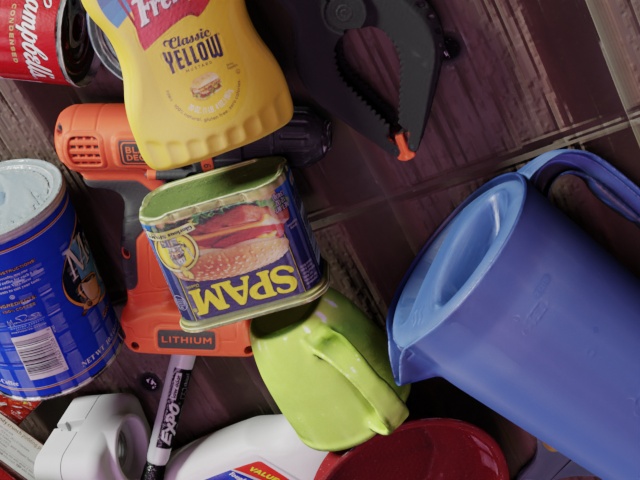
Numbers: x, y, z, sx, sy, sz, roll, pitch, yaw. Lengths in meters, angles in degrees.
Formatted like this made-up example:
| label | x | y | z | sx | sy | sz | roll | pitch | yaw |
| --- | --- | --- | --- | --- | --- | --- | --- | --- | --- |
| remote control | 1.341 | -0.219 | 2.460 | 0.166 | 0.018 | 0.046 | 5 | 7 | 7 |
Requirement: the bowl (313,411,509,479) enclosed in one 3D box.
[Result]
| label | x | y | z | sx | sy | sz | roll | pitch | yaw |
| --- | --- | --- | --- | --- | --- | --- | --- | --- | --- |
| bowl | 0.054 | 0.181 | 0.778 | 0.162 | 0.055 | 0.162 | -9 | 120 | -16 |

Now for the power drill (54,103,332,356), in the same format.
| label | x | y | z | sx | sy | sz | roll | pitch | yaw |
| --- | --- | --- | --- | --- | --- | --- | --- | --- | --- |
| power drill | -0.080 | -0.010 | 0.736 | 0.184 | 0.057 | 0.188 | 2 | 119 | 10 |

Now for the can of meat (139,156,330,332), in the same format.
| label | x | y | z | sx | sy | sz | roll | pitch | yaw |
| --- | --- | --- | --- | --- | --- | --- | --- | --- | --- |
| can of meat | -0.054 | 0.001 | 0.675 | 0.102 | 0.057 | 0.084 | -15 | 115 | 9 |

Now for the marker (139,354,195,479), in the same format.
| label | x | y | z | sx | sy | sz | roll | pitch | yaw |
| --- | --- | --- | --- | --- | --- | --- | --- | --- | --- |
| marker | -0.119 | 0.140 | 0.823 | 0.020 | 0.020 | 0.121 | 15 | 94 | 5 |

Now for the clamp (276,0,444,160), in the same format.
| label | x | y | z | sx | sy | sz | roll | pitch | yaw |
| --- | --- | --- | --- | --- | --- | --- | --- | --- | --- |
| clamp | 0.007 | -0.144 | 0.644 | 0.165 | 0.036 | 0.210 | -10 | 114 | 20 |

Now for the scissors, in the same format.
| label | x | y | z | sx | sy | sz | roll | pitch | yaw |
| --- | --- | --- | --- | --- | --- | --- | --- | --- | --- |
| scissors | 0.180 | 0.183 | 0.808 | 0.096 | 0.016 | 0.202 | 20 | 123 | 2 |

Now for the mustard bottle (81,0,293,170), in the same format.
| label | x | y | z | sx | sy | sz | roll | pitch | yaw |
| --- | --- | --- | --- | --- | --- | --- | --- | --- | --- |
| mustard bottle | -0.087 | -0.143 | 0.609 | 0.096 | 0.058 | 0.191 | -21 | 112 | -6 |

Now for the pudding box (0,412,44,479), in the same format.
| label | x | y | z | sx | sy | sz | roll | pitch | yaw |
| --- | --- | --- | --- | --- | --- | --- | --- | --- | --- |
| pudding box | -0.247 | 0.193 | 0.889 | 0.113 | 0.039 | 0.090 | 38 | 149 | -11 |

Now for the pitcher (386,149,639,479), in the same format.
| label | x | y | z | sx | sy | sz | roll | pitch | yaw |
| --- | --- | --- | --- | --- | --- | --- | --- | --- | --- |
| pitcher | 0.177 | 0.068 | 0.681 | 0.242 | 0.145 | 0.149 | 36 | 133 | -11 |

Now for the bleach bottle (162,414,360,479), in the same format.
| label | x | y | z | sx | sy | sz | roll | pitch | yaw |
| --- | --- | --- | --- | --- | --- | --- | --- | --- | --- |
| bleach bottle | -0.063 | 0.185 | 0.845 | 0.251 | 0.068 | 0.102 | -35 | 105 | 26 |

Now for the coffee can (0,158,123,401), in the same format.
| label | x | y | z | sx | sy | sz | roll | pitch | yaw |
| --- | --- | --- | --- | --- | --- | --- | --- | --- | --- |
| coffee can | -0.208 | 0.028 | 0.753 | 0.103 | 0.102 | 0.140 | -3 | 126 | 16 |

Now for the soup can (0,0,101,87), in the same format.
| label | x | y | z | sx | sy | sz | roll | pitch | yaw |
| --- | --- | --- | --- | --- | --- | --- | --- | --- | --- |
| soup can | -0.198 | -0.136 | 0.683 | 0.102 | 0.068 | 0.068 | 7 | 121 | 11 |
